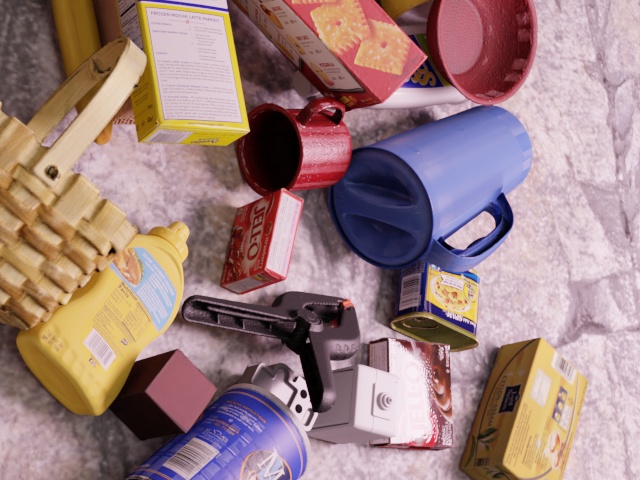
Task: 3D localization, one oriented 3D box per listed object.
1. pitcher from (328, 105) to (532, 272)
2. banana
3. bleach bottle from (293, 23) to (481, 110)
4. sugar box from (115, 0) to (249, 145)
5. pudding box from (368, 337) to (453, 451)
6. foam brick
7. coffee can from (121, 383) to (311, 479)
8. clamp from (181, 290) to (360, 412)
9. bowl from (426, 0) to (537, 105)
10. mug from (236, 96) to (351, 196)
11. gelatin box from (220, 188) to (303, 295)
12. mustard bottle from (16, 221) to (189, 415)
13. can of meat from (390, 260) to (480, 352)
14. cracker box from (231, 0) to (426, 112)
[{"bbox_3d":[0.138,-0.062,1.167,0.242,0.145,0.149,-28,108,-45],"label":"pitcher"},{"bbox_3d":[-0.216,-0.180,0.951,0.037,0.069,0.198,-12,92,-4],"label":"banana"},{"bbox_3d":[0.075,-0.186,1.200,0.250,0.068,0.102,-18,93,-39],"label":"bleach bottle"},{"bbox_3d":[-0.123,-0.172,0.918,0.093,0.048,0.176,-1,74,-39],"label":"sugar box"},{"bbox_3d":[0.095,0.162,1.122,0.089,0.039,0.113,11,70,-37],"label":"pudding box"},{"bbox_3d":[-0.137,0.132,0.911,0.053,0.078,0.051,50,53,-17],"label":"foam brick"},{"bbox_3d":[-0.089,0.202,0.908,0.140,0.103,0.103,-38,102,-43],"label":"coffee can"},{"bbox_3d":[-0.012,0.093,1.004,0.165,0.036,0.209,37,21,24],"label":"clamp"},{"bbox_3d":[0.170,-0.232,1.192,0.161,0.055,0.162,-5,98,-38],"label":"bowl"},{"bbox_3d":[-0.017,-0.099,1.063,0.081,0.117,0.093,-8,54,-46],"label":"mug"},{"bbox_3d":[-0.057,0.001,1.022,0.030,0.073,0.089,27,61,-32],"label":"gelatin box"},{"bbox_3d":[-0.171,0.051,0.919,0.096,0.058,0.191,57,48,-27],"label":"mustard bottle"},{"bbox_3d":[0.129,0.066,1.170,0.102,0.058,0.084,26,59,-33],"label":"can of meat"},{"bbox_3d":[-0.012,-0.223,1.021,0.072,0.164,0.213,-46,101,-6],"label":"cracker box"}]
